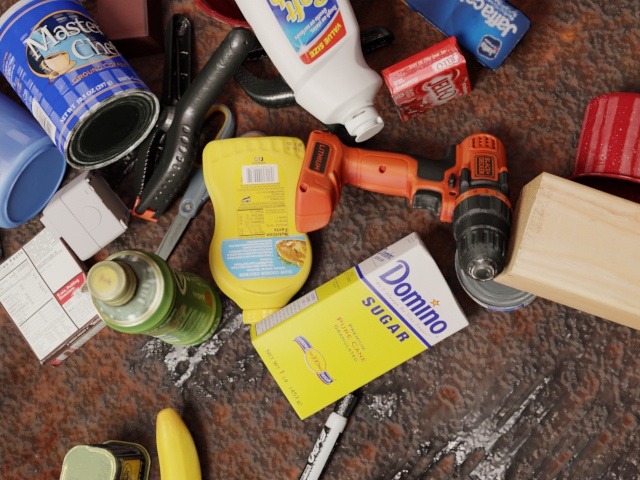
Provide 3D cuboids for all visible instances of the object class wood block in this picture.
[{"bbox_3d":[0.263,0.022,0.901,0.206,0.091,0.090,19,83,1],"label":"wood block"}]

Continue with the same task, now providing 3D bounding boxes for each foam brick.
[{"bbox_3d":[-0.192,-0.230,1.079,0.051,0.053,0.078,-7,78,10],"label":"foam brick"}]

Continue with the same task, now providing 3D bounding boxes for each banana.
[{"bbox_3d":[-0.141,0.257,0.979,0.037,0.069,0.198,-2,69,48],"label":"banana"}]

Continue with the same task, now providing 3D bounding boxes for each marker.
[{"bbox_3d":[0.004,0.190,0.982,0.020,0.020,0.121,25,86,14],"label":"marker"}]

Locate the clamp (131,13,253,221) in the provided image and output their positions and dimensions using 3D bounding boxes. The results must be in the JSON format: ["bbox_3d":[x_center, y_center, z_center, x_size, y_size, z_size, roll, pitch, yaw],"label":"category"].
[{"bbox_3d":[-0.140,-0.123,1.037,0.165,0.036,0.210,40,110,56],"label":"clamp"}]

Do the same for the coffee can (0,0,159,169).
[{"bbox_3d":[-0.233,-0.152,1.008,0.103,0.102,0.140,-40,71,2],"label":"coffee can"}]

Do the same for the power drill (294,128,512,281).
[{"bbox_3d":[0.074,-0.036,0.936,0.187,0.057,0.184,6,37,4],"label":"power drill"}]

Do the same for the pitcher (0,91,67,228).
[{"bbox_3d":[-0.373,-0.124,1.053,0.243,0.149,0.145,32,88,11],"label":"pitcher"}]

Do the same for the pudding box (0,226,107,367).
[{"bbox_3d":[-0.264,0.053,1.051,0.090,0.039,0.113,-39,73,3],"label":"pudding box"}]

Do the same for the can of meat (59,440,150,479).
[{"bbox_3d":[-0.202,0.237,0.981,0.057,0.084,0.102,6,82,12],"label":"can of meat"}]

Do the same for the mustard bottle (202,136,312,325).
[{"bbox_3d":[-0.057,0.001,1.000,0.096,0.058,0.191,-3,86,-14],"label":"mustard bottle"}]

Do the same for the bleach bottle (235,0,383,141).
[{"bbox_3d":[-0.011,-0.205,0.969,0.102,0.068,0.251,-27,78,-14],"label":"bleach bottle"}]

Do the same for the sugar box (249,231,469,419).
[{"bbox_3d":[0.035,0.077,0.962,0.176,0.048,0.093,-30,107,5],"label":"sugar box"}]

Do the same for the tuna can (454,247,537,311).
[{"bbox_3d":[0.166,0.021,0.972,0.086,0.033,0.086,-2,80,11],"label":"tuna can"}]

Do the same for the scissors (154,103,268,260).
[{"bbox_3d":[-0.109,-0.035,1.046,0.096,0.016,0.202,13,83,13],"label":"scissors"}]

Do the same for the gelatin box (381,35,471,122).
[{"bbox_3d":[0.100,-0.147,0.986,0.073,0.089,0.030,-24,77,6],"label":"gelatin box"}]

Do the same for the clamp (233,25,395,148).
[{"bbox_3d":[-0.017,-0.152,1.038,0.172,0.039,0.120,5,77,18],"label":"clamp"}]
